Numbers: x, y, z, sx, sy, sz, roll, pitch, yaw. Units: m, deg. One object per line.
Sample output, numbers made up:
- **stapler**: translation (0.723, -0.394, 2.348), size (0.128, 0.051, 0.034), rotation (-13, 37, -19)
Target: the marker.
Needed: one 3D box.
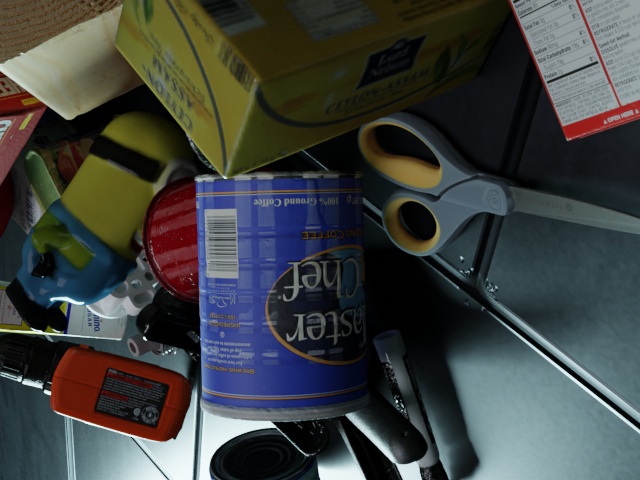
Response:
- **marker**: translation (0.062, 0.118, 0.707), size (0.020, 0.020, 0.121), rotation (-5, 107, 55)

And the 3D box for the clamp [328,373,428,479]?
- **clamp**: translation (0.020, 0.115, 0.736), size (0.172, 0.039, 0.120), rotation (54, 154, 39)

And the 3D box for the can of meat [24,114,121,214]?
- **can of meat**: translation (-0.185, -0.043, 0.881), size (0.058, 0.083, 0.102), rotation (-30, 86, 57)

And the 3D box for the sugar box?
- **sugar box**: translation (-0.278, 0.063, 0.997), size (0.094, 0.175, 0.048), rotation (5, 84, 53)

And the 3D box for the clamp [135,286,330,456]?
- **clamp**: translation (-0.073, 0.083, 0.800), size (0.164, 0.036, 0.210), rotation (41, 179, -14)

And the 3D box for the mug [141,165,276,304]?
- **mug**: translation (-0.055, 0.001, 0.740), size (0.117, 0.093, 0.082), rotation (42, 149, -24)

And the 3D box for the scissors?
- **scissors**: translation (0.093, -0.011, 0.585), size (0.202, 0.016, 0.096), rotation (33, 137, 39)

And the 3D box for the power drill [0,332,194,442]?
- **power drill**: translation (-0.188, 0.117, 0.891), size (0.188, 0.184, 0.057), rotation (171, 115, -75)

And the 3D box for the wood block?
- **wood block**: translation (-0.168, -0.151, 0.699), size (0.091, 0.090, 0.206), rotation (63, 177, 0)

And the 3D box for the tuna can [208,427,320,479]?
- **tuna can**: translation (-0.044, 0.182, 0.833), size (0.086, 0.086, 0.034), rotation (17, 123, 48)

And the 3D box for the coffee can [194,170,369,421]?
- **coffee can**: translation (-0.023, 0.030, 0.644), size (0.103, 0.102, 0.140), rotation (1, 93, 53)
